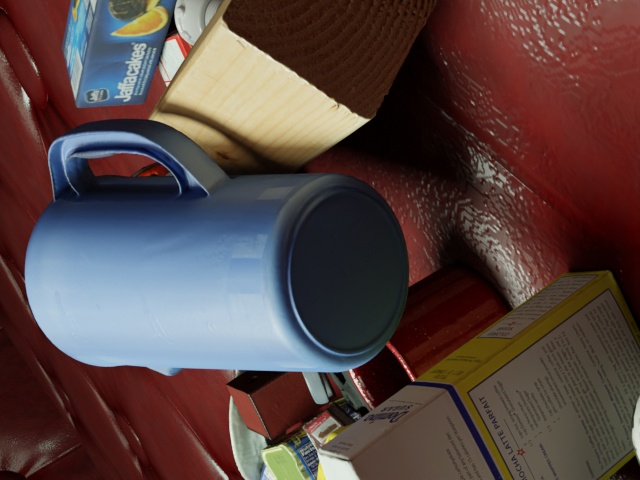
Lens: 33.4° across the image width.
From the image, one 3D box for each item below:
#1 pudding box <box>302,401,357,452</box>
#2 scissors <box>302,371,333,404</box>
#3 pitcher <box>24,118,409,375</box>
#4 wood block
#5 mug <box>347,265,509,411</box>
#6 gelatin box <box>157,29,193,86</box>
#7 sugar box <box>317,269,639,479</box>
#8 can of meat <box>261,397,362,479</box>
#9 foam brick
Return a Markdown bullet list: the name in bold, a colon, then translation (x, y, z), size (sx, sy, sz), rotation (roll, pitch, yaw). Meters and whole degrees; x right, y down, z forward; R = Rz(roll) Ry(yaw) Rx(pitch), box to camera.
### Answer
- **pudding box**: translation (0.041, 0.195, 0.863), size (0.090, 0.039, 0.113), rotation (34, 155, 47)
- **scissors**: translation (-0.027, 0.056, 0.912), size (0.096, 0.016, 0.202), rotation (-106, -5, -70)
- **pitcher**: translation (-0.071, 0.010, 0.651), size (0.243, 0.149, 0.145), rotation (-2, 73, 47)
- **wood block**: translation (-0.027, -0.100, 0.620), size (0.090, 0.090, 0.206), rotation (33, 161, -12)
- **mug**: translation (0.077, 0.076, 0.661), size (0.117, 0.081, 0.093), rotation (48, 155, 28)
- **gelatin box**: translation (-0.100, -0.133, 0.851), size (0.089, 0.030, 0.073), rotation (12, 128, 65)
- **sugar box**: translation (0.091, 0.097, 0.530), size (0.093, 0.176, 0.048), rotation (63, 158, -8)
- **can of meat**: translation (0.002, 0.186, 0.957), size (0.057, 0.083, 0.102), rotation (59, 158, 4)
- **foam brick**: translation (-0.036, 0.139, 0.991), size (0.053, 0.078, 0.051), rotation (5, 122, 61)
